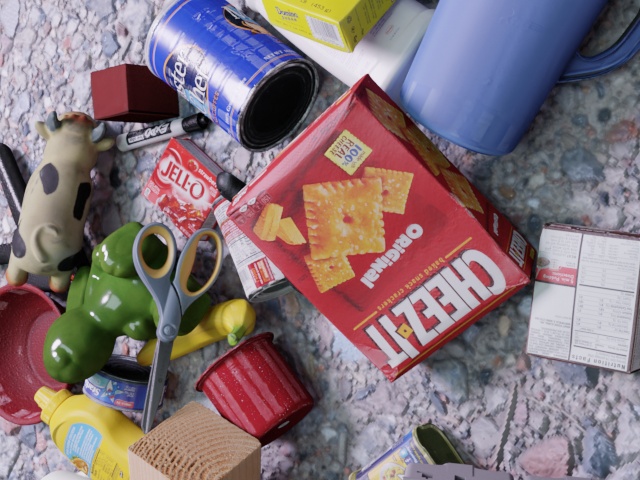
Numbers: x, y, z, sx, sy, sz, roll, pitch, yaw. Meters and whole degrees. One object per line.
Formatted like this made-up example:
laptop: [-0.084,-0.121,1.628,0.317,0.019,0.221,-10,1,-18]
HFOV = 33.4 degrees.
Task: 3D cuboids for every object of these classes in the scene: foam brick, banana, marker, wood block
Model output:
foam brick: [-0.194,-0.152,1.114,0.053,0.078,0.051,-6,90,33]
banana: [-0.118,0.090,1.072,0.198,0.069,0.037,-22,94,52]
marker: [-0.167,-0.115,1.131,0.121,0.020,0.020,-10,86,33]
wood block: [-0.117,0.270,1.020,0.091,0.090,0.206,26,130,30]

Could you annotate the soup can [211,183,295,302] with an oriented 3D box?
soup can: [-0.057,0.001,1.032,0.069,0.068,0.102,-29,76,30]

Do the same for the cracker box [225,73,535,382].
cracker box: [0.050,-0.006,0.906,0.213,0.072,0.164,46,117,-7]

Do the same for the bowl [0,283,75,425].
bowl: [-0.324,0.127,1.219,0.162,0.055,0.162,1,92,33]

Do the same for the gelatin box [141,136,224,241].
gelatin box: [-0.136,-0.053,1.106,0.089,0.030,0.073,42,113,25]

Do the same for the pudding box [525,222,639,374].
pudding box: [0.220,0.046,0.868,0.090,0.039,0.113,9,98,32]

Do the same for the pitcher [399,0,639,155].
pitcher: [0.171,-0.189,0.852,0.149,0.144,0.243,44,118,38]

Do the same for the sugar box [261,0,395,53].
sugar box: [0.038,-0.246,0.922,0.093,0.048,0.176,27,71,30]

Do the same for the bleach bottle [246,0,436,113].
bleach bottle: [0.007,-0.223,0.990,0.251,0.068,0.103,43,105,29]

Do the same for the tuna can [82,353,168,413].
tuna can: [-0.204,0.149,1.123,0.086,0.086,0.034,21,101,31]

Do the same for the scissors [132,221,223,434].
scissors: [-0.157,0.069,0.999,0.201,0.096,0.016,-64,17,-18]

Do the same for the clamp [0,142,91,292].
clamp: [-0.346,0.006,1.241,0.210,0.036,0.165,38,110,24]

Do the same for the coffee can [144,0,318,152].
coffee can: [-0.086,-0.165,1.027,0.140,0.102,0.103,40,112,26]

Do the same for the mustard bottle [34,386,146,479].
mustard bottle: [-0.225,0.217,1.125,0.192,0.058,0.096,34,133,13]

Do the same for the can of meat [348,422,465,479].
can of meat: [0.089,0.225,0.948,0.084,0.057,0.102,-44,69,24]

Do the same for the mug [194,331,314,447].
mug: [-0.064,0.154,1.036,0.081,0.093,0.117,52,147,16]
